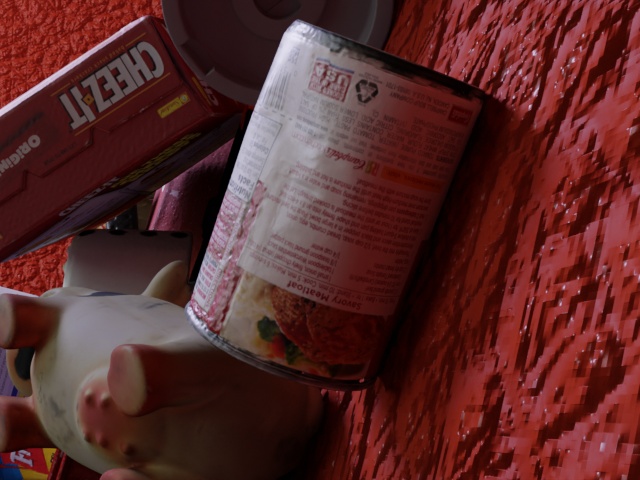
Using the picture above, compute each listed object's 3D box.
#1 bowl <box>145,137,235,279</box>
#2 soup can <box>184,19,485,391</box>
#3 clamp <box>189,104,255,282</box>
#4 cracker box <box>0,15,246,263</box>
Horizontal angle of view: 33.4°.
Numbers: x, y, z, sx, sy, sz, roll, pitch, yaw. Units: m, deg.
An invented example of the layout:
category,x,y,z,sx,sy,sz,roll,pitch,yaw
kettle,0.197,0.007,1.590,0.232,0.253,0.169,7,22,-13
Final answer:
category,x,y,z,sx,sy,sz,roll,pitch,yaw
bowl,-0.096,-0.032,0.823,0.162,0.055,0.162,-162,90,-77
soup can,0.004,-0.012,0.346,0.068,0.068,0.102,-122,52,-74
clamp,-0.054,0.001,0.643,0.120,0.039,0.172,-100,23,-51
cracker box,-0.129,-0.064,0.665,0.164,0.072,0.213,-32,3,9
